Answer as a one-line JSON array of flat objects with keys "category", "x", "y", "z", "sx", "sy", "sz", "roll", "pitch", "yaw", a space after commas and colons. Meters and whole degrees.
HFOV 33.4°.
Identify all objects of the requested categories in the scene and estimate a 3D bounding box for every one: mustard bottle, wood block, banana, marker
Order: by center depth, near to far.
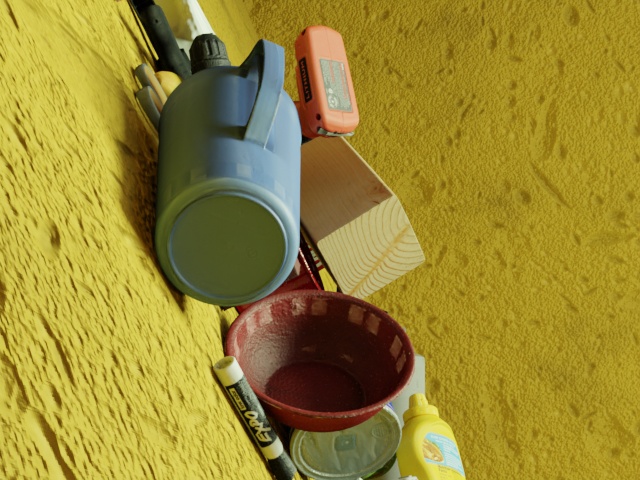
[{"category": "marker", "x": -0.050, "y": 0.143, "z": 0.839, "sx": 0.020, "sy": 0.020, "sz": 0.121, "roll": -104, "pitch": 169, "yaw": -66}, {"category": "wood block", "x": 0.017, "y": -0.037, "z": 1.110, "sx": 0.090, "sy": 0.091, "sz": 0.206, "roll": 62, "pitch": -4, "yaw": -35}, {"category": "banana", "x": -0.132, "y": -0.120, "z": 1.161, "sx": 0.070, "sy": 0.037, "sz": 0.197, "roll": -110, "pitch": 174, "yaw": -48}, {"category": "mustard bottle", "x": 0.124, "y": 0.258, "z": 1.177, "sx": 0.096, "sy": 0.058, "sz": 0.191, "roll": 28, "pitch": 42, "yaw": -42}]

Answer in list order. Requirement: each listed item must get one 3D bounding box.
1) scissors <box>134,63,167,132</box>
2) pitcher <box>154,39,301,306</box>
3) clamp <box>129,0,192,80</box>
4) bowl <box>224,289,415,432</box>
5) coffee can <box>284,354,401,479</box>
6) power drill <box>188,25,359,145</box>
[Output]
[{"category": "scissors", "x": -0.143, "y": -0.105, "z": 1.086, "sx": 0.201, "sy": 0.016, "sz": 0.096, "roll": 59, "pitch": 8, "yaw": -60}, {"category": "pitcher", "x": -0.073, "y": -0.057, "z": 0.884, "sx": 0.243, "sy": 0.145, "sz": 0.149, "roll": -99, "pitch": 168, "yaw": -63}, {"category": "clamp", "x": -0.163, "y": -0.198, "z": 1.180, "sx": 0.171, "sy": 0.039, "sz": 0.120, "roll": 63, "pitch": 2, "yaw": -20}, {"category": "bowl", "x": -0.002, "y": 0.112, "z": 0.911, "sx": 0.162, "sy": 0.162, "sz": 0.055, "roll": -108, "pitch": -160, "yaw": -53}, {"category": "coffee can", "x": 0.010, "y": 0.142, "z": 1.010, "sx": 0.140, "sy": 0.103, "sz": 0.102, "roll": -109, "pitch": 173, "yaw": -52}, {"category": "power drill", "x": -0.055, "y": -0.145, "z": 1.064, "sx": 0.057, "sy": 0.188, "sz": 0.184, "roll": -5, "pitch": 79, "yaw": -47}]
